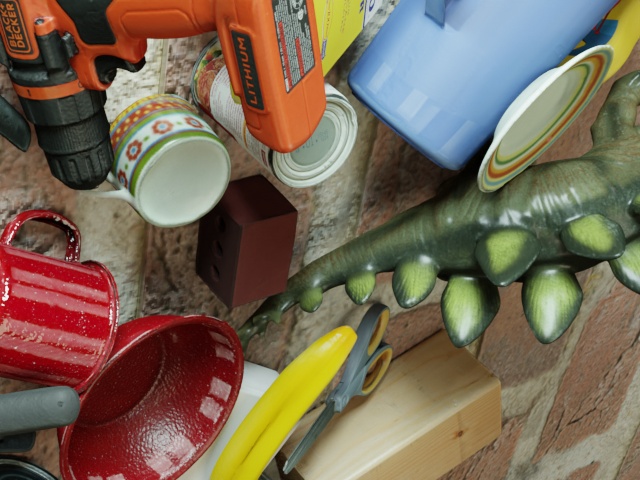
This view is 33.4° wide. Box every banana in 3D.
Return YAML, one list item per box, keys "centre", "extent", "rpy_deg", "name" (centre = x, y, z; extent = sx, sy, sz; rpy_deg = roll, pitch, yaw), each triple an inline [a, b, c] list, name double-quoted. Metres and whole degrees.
- centre: [-0.040, 0.149, 0.853]
  extent: [0.198, 0.037, 0.069]
  rpy_deg: [-57, 166, 17]
  name: "banana"

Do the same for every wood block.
- centre: [0.066, 0.188, 1.022]
  extent: [0.205, 0.090, 0.091]
  rpy_deg: [-29, 136, -19]
  name: "wood block"

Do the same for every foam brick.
- centre: [-0.055, 0.001, 0.789]
  extent: [0.051, 0.053, 0.078]
  rpy_deg: [-15, 131, -32]
  name: "foam brick"

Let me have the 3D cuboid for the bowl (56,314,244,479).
- centre: [-0.133, 0.112, 0.775]
  extent: [0.161, 0.055, 0.162]
  rpy_deg: [-30, 137, -33]
  name: "bowl"

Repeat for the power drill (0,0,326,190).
- centre: [-0.093, -0.097, 0.577]
  extent: [0.057, 0.188, 0.184]
  rpy_deg: [-56, 147, -44]
  name: "power drill"

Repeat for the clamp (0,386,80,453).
- centre: [-0.268, 0.125, 0.688]
  extent: [0.209, 0.036, 0.165]
  rpy_deg: [-2, 163, -19]
  name: "clamp"

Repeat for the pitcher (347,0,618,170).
- centre: [0.126, -0.174, 0.745]
  extent: [0.149, 0.145, 0.243]
  rpy_deg: [36, 101, -18]
  name: "pitcher"

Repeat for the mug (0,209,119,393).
- centre: [-0.187, 0.037, 0.688]
  extent: [0.081, 0.093, 0.117]
  rpy_deg: [19, 78, -43]
  name: "mug"

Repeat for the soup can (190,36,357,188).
- centre: [-0.031, -0.087, 0.698]
  extent: [0.068, 0.102, 0.068]
  rpy_deg: [-23, 135, -26]
  name: "soup can"

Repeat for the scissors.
- centre: [0.020, 0.117, 0.919]
  extent: [0.201, 0.016, 0.096]
  rpy_deg: [-29, 130, -60]
  name: "scissors"
